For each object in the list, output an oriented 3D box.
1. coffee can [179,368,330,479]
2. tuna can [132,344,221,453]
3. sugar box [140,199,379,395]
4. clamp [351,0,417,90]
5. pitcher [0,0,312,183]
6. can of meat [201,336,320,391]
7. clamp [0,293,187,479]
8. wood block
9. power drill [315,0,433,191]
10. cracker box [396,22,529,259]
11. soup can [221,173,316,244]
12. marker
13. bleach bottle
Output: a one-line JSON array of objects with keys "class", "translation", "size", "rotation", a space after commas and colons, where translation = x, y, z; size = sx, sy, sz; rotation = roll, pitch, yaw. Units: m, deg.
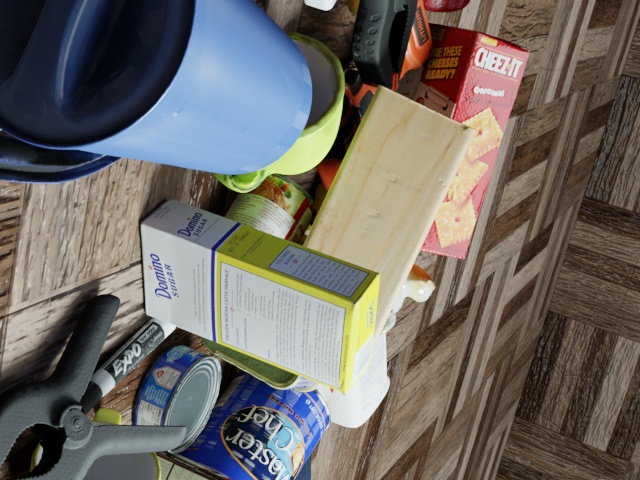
[{"class": "coffee can", "translation": [-0.067, 0.195, 0.984], "size": [0.140, 0.103, 0.103], "rotation": [-54, 154, -38]}, {"class": "tuna can", "translation": [-0.119, 0.131, 0.889], "size": [0.086, 0.034, 0.086], "rotation": [-52, 153, -40]}, {"class": "sugar box", "translation": [-0.047, 0.039, 0.781], "size": [0.048, 0.176, 0.093], "rotation": [-46, 149, -45]}, {"class": "clamp", "translation": [0.059, -0.214, 0.860], "size": [0.164, 0.036, 0.210], "rotation": [-58, 159, -32]}, {"class": "pitcher", "translation": [-0.097, -0.097, 0.620], "size": [0.242, 0.149, 0.145], "rotation": [12, 83, -73]}, {"class": "can of meat", "translation": [-0.046, 0.090, 0.927], "size": [0.057, 0.102, 0.084], "rotation": [-63, 165, 0]}, {"class": "clamp", "translation": [-0.161, 0.127, 0.705], "size": [0.120, 0.039, 0.171], "rotation": [54, 48, -11]}, {"class": "wood block", "translation": [0.043, -0.014, 0.898], "size": [0.091, 0.090, 0.206], "rotation": [-9, 124, -88]}, {"class": "power drill", "translation": [0.033, -0.157, 0.975], "size": [0.187, 0.057, 0.184], "rotation": [-59, 150, -26]}, {"class": "cracker box", "translation": [0.115, -0.107, 1.085], "size": [0.072, 0.164, 0.214], "rotation": [12, 100, -26]}, {"class": "soup can", "translation": [-0.056, 0.001, 0.881], "size": [0.102, 0.069, 0.068], "rotation": [-60, 158, -24]}, {"class": "marker", "translation": [-0.149, 0.092, 0.796], "size": [0.121, 0.020, 0.020], "rotation": [-47, 150, -48]}, {"class": "bleach bottle", "translation": [0.040, 0.098, 1.235], "size": [0.102, 0.068, 0.251], "rotation": [-50, 150, -44]}]
